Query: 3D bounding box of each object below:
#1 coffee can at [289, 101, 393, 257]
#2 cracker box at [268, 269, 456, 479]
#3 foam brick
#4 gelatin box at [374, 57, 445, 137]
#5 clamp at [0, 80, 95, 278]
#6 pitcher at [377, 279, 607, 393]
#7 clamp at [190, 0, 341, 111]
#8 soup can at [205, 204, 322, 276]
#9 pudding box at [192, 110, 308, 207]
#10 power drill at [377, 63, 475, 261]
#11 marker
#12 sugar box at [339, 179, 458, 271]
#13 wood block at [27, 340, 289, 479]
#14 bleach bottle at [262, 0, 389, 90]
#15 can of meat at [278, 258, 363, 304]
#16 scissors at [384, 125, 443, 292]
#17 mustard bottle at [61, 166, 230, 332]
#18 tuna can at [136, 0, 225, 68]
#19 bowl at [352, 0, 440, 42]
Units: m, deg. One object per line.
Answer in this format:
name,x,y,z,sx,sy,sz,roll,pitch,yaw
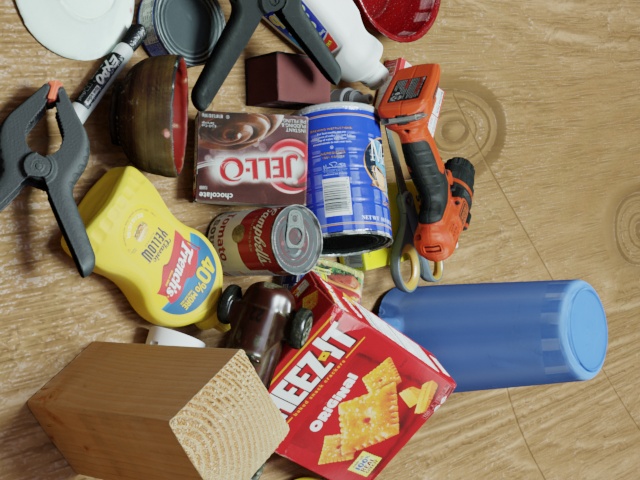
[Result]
coffee can,0.019,-0.062,1.119,0.102,0.103,0.140,8,71,-44
cracker box,0.016,0.152,1.091,0.164,0.072,0.213,-49,129,7
foam brick,-0.034,-0.167,1.125,0.078,0.053,0.051,-2,89,-44
gelatin box,0.107,-0.165,1.282,0.089,0.030,0.073,31,65,-40
clamp,-0.250,-0.054,0.903,0.120,0.039,0.171,4,72,-23
pitcher,0.197,0.110,1.206,0.149,0.243,0.145,-40,115,-46
clamp,-0.060,-0.225,1.016,0.164,0.036,0.210,-22,124,-24
soup can,-0.057,0.001,1.057,0.068,0.102,0.068,3,86,-45
pudding box,-0.069,-0.079,1.058,0.113,0.039,0.090,2,84,-8
power drill,0.125,-0.096,1.180,0.184,0.057,0.187,-66,141,-53
marker,-0.195,-0.154,0.982,0.020,0.020,0.121,47,60,-32
sugar box,0.090,-0.022,1.246,0.175,0.048,0.093,-13,96,-44
wood block,-0.139,0.148,0.893,0.090,0.207,0.090,-46,119,-36
bleach bottle,-0.009,-0.244,1.118,0.250,0.103,0.068,39,60,-34
can of meat,-0.002,0.067,1.142,0.101,0.058,0.084,20,72,-42
scissors,0.088,-0.028,1.197,0.096,0.016,0.201,-48,122,-39
mustard bottle,-0.147,0.025,0.998,0.191,0.058,0.096,47,58,-33
tuna can,-0.136,-0.210,1.039,0.085,0.034,0.086,3,85,-45
bowl,0.070,-0.305,1.235,0.161,0.055,0.162,3,85,-45
